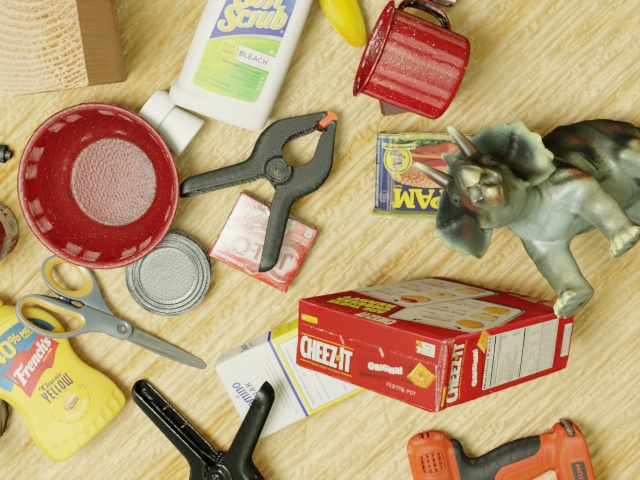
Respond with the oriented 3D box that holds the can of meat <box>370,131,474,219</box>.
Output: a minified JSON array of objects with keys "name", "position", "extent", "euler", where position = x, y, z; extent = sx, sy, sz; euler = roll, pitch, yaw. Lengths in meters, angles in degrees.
[{"name":"can of meat","position":[0.103,-0.065,1.060],"extent":[0.102,0.057,0.084],"euler":[1,97,-2]}]

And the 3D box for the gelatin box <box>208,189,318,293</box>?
[{"name":"gelatin box","position":[-0.057,0.001,1.079],"extent":[0.089,0.030,0.073],"euler":[27,98,-5]}]

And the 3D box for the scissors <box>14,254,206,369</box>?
[{"name":"scissors","position":[-0.208,0.071,1.090],"extent":[0.201,0.016,0.096],"euler":[12,67,-24]}]

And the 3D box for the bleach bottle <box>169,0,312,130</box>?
[{"name":"bleach bottle","position":[-0.058,-0.236,1.002],"extent":[0.102,0.068,0.251],"euler":[19,107,-5]}]

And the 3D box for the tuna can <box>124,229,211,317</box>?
[{"name":"tuna can","position":[-0.153,0.032,1.081],"extent":[0.086,0.034,0.086],"euler":[0,100,-1]}]

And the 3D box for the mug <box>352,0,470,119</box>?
[{"name":"mug","position":[0.087,-0.171,0.978],"extent":[0.081,0.093,0.117],"euler":[20,63,-9]}]

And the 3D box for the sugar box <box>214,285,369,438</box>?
[{"name":"sugar box","position":[-0.010,0.126,1.096],"extent":[0.176,0.048,0.093],"euler":[-24,100,6]}]

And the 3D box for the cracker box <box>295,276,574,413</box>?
[{"name":"cracker box","position":[0.107,0.089,0.981],"extent":[0.164,0.213,0.072],"euler":[12,103,41]}]

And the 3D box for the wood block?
[{"name":"wood block","position":[-0.238,-0.179,0.954],"extent":[0.090,0.206,0.091],"euler":[-8,100,0]}]

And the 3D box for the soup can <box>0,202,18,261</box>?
[{"name":"soup can","position":[-0.338,-0.002,1.035],"extent":[0.068,0.102,0.068],"euler":[0,100,-2]}]

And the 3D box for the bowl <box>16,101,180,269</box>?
[{"name":"bowl","position":[-0.211,-0.055,1.047],"extent":[0.162,0.055,0.162],"euler":[1,99,7]}]

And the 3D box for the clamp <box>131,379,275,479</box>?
[{"name":"clamp","position":[-0.093,0.229,1.091],"extent":[0.165,0.036,0.210],"euler":[-10,107,30]}]

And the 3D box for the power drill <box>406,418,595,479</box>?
[{"name":"power drill","position":[0.195,0.274,1.119],"extent":[0.187,0.057,0.184],"euler":[-14,100,1]}]

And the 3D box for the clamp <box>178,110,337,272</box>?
[{"name":"clamp","position":[-0.054,-0.067,1.046],"extent":[0.120,0.039,0.171],"euler":[36,77,-7]}]

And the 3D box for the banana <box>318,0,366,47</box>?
[{"name":"banana","position":[0.019,-0.288,1.028],"extent":[0.069,0.037,0.198],"euler":[5,100,-2]}]

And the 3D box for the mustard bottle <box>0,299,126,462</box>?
[{"name":"mustard bottle","position":[-0.292,0.124,1.074],"extent":[0.096,0.058,0.191],"euler":[-43,98,-22]}]
